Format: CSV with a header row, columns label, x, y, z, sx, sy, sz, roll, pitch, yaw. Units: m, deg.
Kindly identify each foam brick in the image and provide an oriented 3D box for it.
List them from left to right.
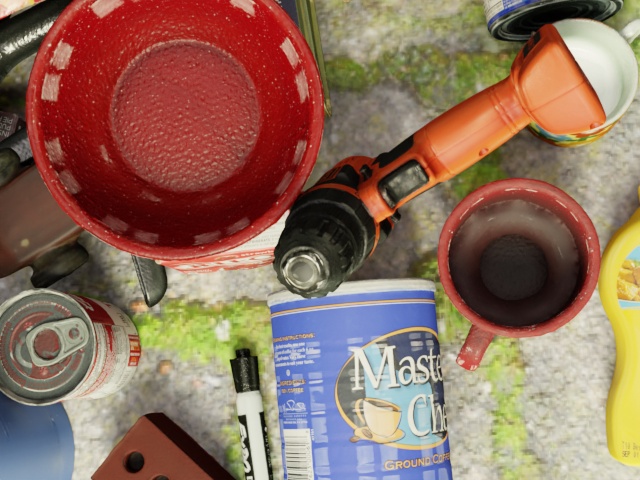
label,x,y,z,sx,sy,sz,roll,pitch,yaw
foam brick,-0.095,0.153,0.674,0.078,0.051,0.053,40,88,9

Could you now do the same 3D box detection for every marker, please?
label,x,y,z,sx,sy,sz,roll,pitch,yaw
marker,-0.042,0.130,0.687,0.020,0.020,0.121,-9,82,5

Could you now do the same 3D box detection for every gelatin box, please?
label,x,y,z,sx,sy,sz,roll,pitch,yaw
gelatin box,-0.055,0.001,0.676,0.089,0.073,0.030,-7,82,5

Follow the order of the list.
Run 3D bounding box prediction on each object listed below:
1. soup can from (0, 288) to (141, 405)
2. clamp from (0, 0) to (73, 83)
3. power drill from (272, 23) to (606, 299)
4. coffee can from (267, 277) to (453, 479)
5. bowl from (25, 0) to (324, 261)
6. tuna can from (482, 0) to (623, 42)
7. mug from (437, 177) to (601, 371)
label,x,y,z,sx,sy,sz,roll,pitch,yaw
soup can,-0.157,0.067,0.665,0.068,0.102,0.068,-1,83,6
clamp,-0.226,-0.126,0.695,0.171,0.039,0.120,-41,41,-8
power drill,0.063,-0.044,0.596,0.188,0.184,0.057,-30,100,19
coffee can,0.024,0.098,0.641,0.103,0.103,0.140,-6,83,6
bowl,-0.079,-0.071,0.600,0.162,0.055,0.162,0,94,-1
tuna can,0.144,-0.153,0.666,0.086,0.086,0.034,-10,84,5
mug,0.113,0.025,0.650,0.093,0.081,0.117,23,86,8
